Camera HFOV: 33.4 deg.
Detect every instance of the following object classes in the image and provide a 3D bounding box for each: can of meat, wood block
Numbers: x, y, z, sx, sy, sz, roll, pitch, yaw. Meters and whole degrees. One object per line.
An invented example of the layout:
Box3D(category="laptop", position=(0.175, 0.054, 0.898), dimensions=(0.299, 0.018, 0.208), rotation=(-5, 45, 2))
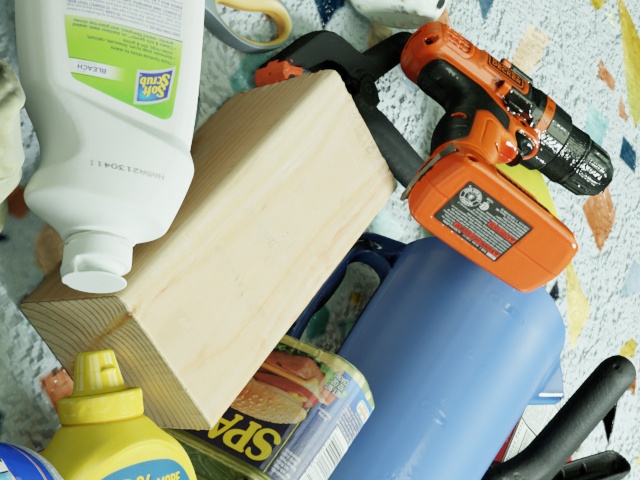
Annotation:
Box3D(category="can of meat", position=(-0.032, 0.100, 0.595), dimensions=(0.083, 0.102, 0.057), rotation=(-52, 141, -26))
Box3D(category="wood block", position=(-0.054, 0.000, 0.601), dimensions=(0.205, 0.091, 0.090), rotation=(-51, 121, -38))

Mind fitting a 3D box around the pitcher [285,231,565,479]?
Box3D(category="pitcher", position=(0.041, 0.114, 0.680), dimensions=(0.242, 0.149, 0.145), rotation=(-51, 137, -34))

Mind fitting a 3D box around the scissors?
Box3D(category="scissors", position=(-0.089, -0.171, 0.639), dimensions=(0.201, 0.016, 0.096), rotation=(16, 72, -46))

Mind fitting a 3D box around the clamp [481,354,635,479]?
Box3D(category="clamp", position=(0.148, 0.173, 0.770), dimensions=(0.209, 0.036, 0.164), rotation=(-28, 140, -17))

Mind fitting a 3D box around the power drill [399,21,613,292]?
Box3D(category="power drill", position=(0.127, -0.051, 0.712), dimensions=(0.184, 0.057, 0.187), rotation=(32, 33, -13))

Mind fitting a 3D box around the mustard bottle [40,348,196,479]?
Box3D(category="mustard bottle", position=(-0.097, 0.148, 0.513), dimensions=(0.096, 0.058, 0.191), rotation=(-3, 84, -49))

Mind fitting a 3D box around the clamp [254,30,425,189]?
Box3D(category="clamp", position=(0.024, -0.109, 0.741), dimensions=(0.171, 0.039, 0.120), rotation=(20, 60, -48))

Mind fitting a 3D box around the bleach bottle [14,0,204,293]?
Box3D(category="bleach bottle", position=(-0.109, -0.098, 0.521), dimensions=(0.102, 0.068, 0.251), rotation=(8, 67, -19))
